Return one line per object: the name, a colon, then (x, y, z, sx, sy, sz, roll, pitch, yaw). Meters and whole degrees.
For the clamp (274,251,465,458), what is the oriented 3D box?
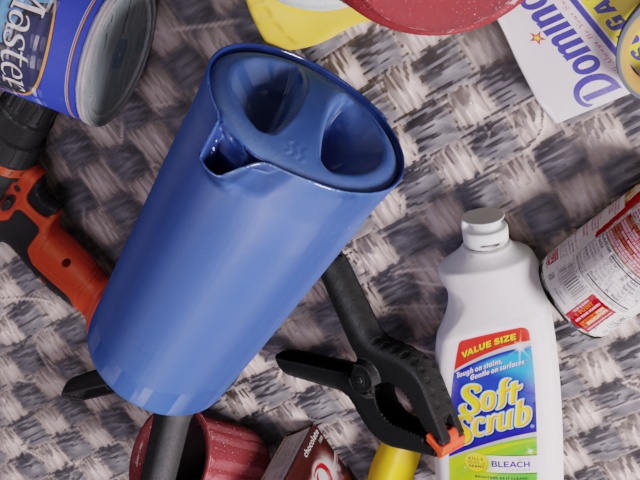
clamp: (0.038, 0.086, 0.777, 0.172, 0.039, 0.120, 32, 129, 31)

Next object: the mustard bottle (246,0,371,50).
mustard bottle: (0.046, -0.177, 0.641, 0.192, 0.058, 0.096, -6, 114, 23)

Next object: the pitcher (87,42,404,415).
pitcher: (-0.055, 0.001, 0.702, 0.149, 0.145, 0.243, 18, 128, -24)

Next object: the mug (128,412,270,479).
mug: (-0.102, 0.180, 0.876, 0.117, 0.081, 0.093, 33, 95, 44)

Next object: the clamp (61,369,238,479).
clamp: (-0.123, 0.102, 0.841, 0.165, 0.036, 0.210, 41, 102, 39)

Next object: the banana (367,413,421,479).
banana: (0.071, 0.227, 0.880, 0.069, 0.037, 0.198, -15, 116, 4)

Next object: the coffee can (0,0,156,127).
coffee can: (-0.196, -0.148, 0.715, 0.140, 0.102, 0.103, 21, 123, 7)

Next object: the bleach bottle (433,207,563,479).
bleach bottle: (0.120, 0.096, 0.770, 0.103, 0.068, 0.251, -1, 116, 18)

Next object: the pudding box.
pudding box: (-0.011, 0.217, 0.854, 0.039, 0.113, 0.090, -24, 109, 29)

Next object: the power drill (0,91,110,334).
power drill: (-0.195, -0.019, 0.820, 0.187, 0.057, 0.185, 40, 124, -4)
